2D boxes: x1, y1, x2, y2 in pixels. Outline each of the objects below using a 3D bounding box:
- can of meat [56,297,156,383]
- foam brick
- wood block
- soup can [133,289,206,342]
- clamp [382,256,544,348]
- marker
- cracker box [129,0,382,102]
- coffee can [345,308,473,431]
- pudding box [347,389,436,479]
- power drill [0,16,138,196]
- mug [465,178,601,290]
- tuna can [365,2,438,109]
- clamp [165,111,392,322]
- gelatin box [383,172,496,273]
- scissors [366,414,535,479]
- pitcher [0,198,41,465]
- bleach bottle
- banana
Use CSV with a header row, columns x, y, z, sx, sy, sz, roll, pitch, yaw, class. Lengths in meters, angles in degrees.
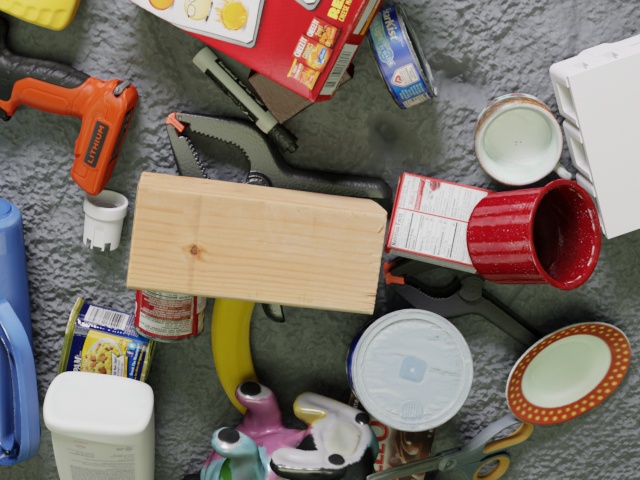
x,y,z,sx,sy,sz,roll,pitch,yaw,class
-0.208,0.115,1.044,0.084,0.057,0.102,15,113,-5,can of meat
-0.017,-0.146,0.928,0.078,0.053,0.051,-31,107,15,foam brick
-0.056,0.001,0.914,0.206,0.090,0.091,7,99,-8,wood block
-0.138,0.035,1.001,0.068,0.068,0.102,8,112,0,soup can
0.145,0.048,1.003,0.171,0.039,0.120,-2,104,2,clamp
-0.065,-0.122,0.944,0.121,0.020,0.020,45,108,0,marker
-0.050,-0.232,0.854,0.214,0.072,0.164,30,106,11,cracker box
0.076,0.115,0.963,0.103,0.140,0.103,0,85,-1,coffee can
0.065,0.200,1.069,0.090,0.039,0.113,10,112,-1,pudding box
-0.272,-0.110,0.956,0.187,0.057,0.185,23,111,-6,power drill
0.190,-0.002,0.926,0.117,0.082,0.093,5,85,-37,mug
0.068,-0.155,0.901,0.034,0.086,0.086,-22,109,13,tuna can
-0.049,-0.051,0.972,0.164,0.036,0.210,-43,98,2,clamp
0.107,-0.016,0.964,0.089,0.030,0.073,12,77,3,gelatin box
0.124,0.223,1.033,0.201,0.016,0.096,-18,133,-26,scissors
-0.325,0.087,0.998,0.149,0.145,0.243,3,109,-2,pitcher
-0.217,0.236,1.059,0.102,0.068,0.251,7,133,-3,bleach bottle
-0.073,0.089,1.034,0.069,0.037,0.198,11,112,-1,banana
